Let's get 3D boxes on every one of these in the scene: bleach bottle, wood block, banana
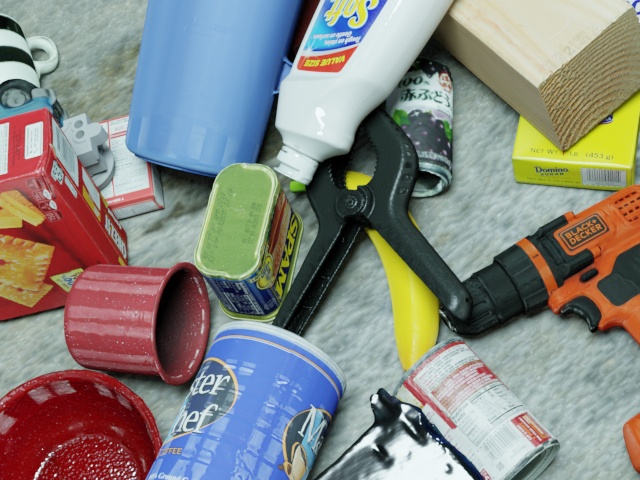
[{"bbox_3d":[0.039,-0.156,0.788,0.103,0.068,0.251,31,97,42],"label":"bleach bottle"},{"bbox_3d":[0.146,-0.177,0.825,0.090,0.090,0.206,-40,53,1],"label":"wood block"},{"bbox_3d":[0.050,0.010,0.834,0.070,0.037,0.198,-40,60,14],"label":"banana"}]

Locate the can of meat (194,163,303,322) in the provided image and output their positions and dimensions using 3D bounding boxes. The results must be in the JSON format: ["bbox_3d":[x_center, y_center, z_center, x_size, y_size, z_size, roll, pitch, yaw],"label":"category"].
[{"bbox_3d":[-0.055,0.001,0.832,0.057,0.084,0.102,6,66,15],"label":"can of meat"}]

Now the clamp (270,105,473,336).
[{"bbox_3d":[0.040,-0.020,0.801,0.165,0.036,0.210,-5,70,30],"label":"clamp"}]

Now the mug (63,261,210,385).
[{"bbox_3d":[-0.136,0.056,0.820,0.082,0.093,0.117,3,22,20],"label":"mug"}]

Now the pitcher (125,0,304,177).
[{"bbox_3d":[-0.069,-0.174,0.855,0.149,0.144,0.243,21,100,48],"label":"pitcher"}]

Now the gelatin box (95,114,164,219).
[{"bbox_3d":[-0.177,-0.062,0.920,0.073,0.030,0.089,-14,63,7],"label":"gelatin box"}]

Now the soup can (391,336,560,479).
[{"bbox_3d":[0.108,0.126,0.744,0.068,0.068,0.102,-39,63,-8],"label":"soup can"}]

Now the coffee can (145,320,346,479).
[{"bbox_3d":[-0.053,0.141,0.739,0.103,0.103,0.140,14,57,18],"label":"coffee can"}]

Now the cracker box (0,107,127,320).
[{"bbox_3d":[-0.279,-0.002,0.836,0.214,0.164,0.072,-14,53,5],"label":"cracker box"}]

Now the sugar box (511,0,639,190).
[{"bbox_3d":[0.214,-0.128,0.854,0.093,0.048,0.176,6,68,18],"label":"sugar box"}]

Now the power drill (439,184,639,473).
[{"bbox_3d":[0.202,0.066,0.757,0.184,0.057,0.188,-30,62,-2],"label":"power drill"}]

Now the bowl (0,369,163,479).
[{"bbox_3d":[-0.185,0.180,0.791,0.162,0.055,0.162,-5,64,10],"label":"bowl"}]
